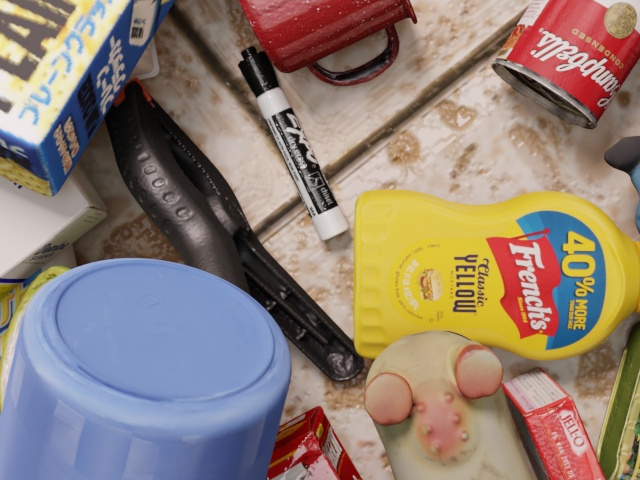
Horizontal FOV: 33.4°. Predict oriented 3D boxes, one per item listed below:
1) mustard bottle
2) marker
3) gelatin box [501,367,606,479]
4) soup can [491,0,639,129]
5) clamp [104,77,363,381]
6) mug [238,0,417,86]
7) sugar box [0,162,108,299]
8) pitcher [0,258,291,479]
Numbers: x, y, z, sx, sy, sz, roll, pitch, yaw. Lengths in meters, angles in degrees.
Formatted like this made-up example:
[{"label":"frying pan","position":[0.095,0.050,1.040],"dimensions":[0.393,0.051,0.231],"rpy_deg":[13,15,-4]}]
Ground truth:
[{"label":"mustard bottle","position":[0.114,0.020,0.606],"dimensions":[0.191,0.058,0.096],"rpy_deg":[0,99,2]},{"label":"marker","position":[-0.017,-0.058,0.627],"dimensions":[0.020,0.020,0.121],"rpy_deg":[-26,92,4]},{"label":"gelatin box","position":[0.133,0.116,0.596],"dimensions":[0.030,0.089,0.073],"rpy_deg":[-23,92,1]},{"label":"soup can","position":[0.151,-0.122,0.592],"dimensions":[0.068,0.068,0.102],"rpy_deg":[33,94,0]},{"label":"clamp","position":[-0.054,0.001,0.594],"dimensions":[0.036,0.164,0.210],"rpy_deg":[-38,68,12]},{"label":"mug","position":[0.002,-0.136,0.594],"dimensions":[0.081,0.093,0.117],"rpy_deg":[-25,129,8]},{"label":"sugar box","position":[-0.209,0.001,0.569],"dimensions":[0.176,0.048,0.093],"rpy_deg":[-36,84,2]},{"label":"pitcher","position":[-0.102,0.132,0.470],"dimensions":[0.145,0.149,0.243],"rpy_deg":[28,121,17]}]
